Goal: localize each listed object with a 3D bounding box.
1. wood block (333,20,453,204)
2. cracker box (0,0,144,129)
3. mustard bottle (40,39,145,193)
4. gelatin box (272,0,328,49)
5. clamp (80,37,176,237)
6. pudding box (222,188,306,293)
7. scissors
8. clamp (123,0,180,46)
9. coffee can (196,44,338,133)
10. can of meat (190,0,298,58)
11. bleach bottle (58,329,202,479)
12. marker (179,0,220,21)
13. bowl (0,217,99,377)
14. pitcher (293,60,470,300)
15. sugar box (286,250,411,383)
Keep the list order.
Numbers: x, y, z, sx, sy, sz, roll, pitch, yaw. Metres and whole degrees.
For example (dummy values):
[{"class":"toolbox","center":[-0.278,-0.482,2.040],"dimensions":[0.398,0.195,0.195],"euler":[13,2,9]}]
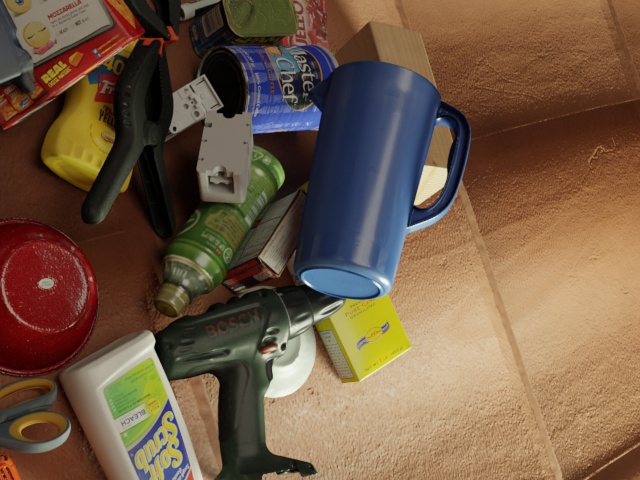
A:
[{"class":"wood block","center":[0.093,-0.159,1.338],"dimensions":[0.090,0.091,0.206],"euler":[5,61,-38]},{"class":"cracker box","center":[-0.302,-0.243,1.041],"dimensions":[0.213,0.164,0.072],"euler":[55,12,-11]},{"class":"mustard bottle","center":[-0.228,-0.150,1.136],"dimensions":[0.096,0.058,0.191],"euler":[32,59,-38]},{"class":"gelatin box","center":[-0.027,-0.268,1.344],"dimensions":[0.073,0.030,0.089],"euler":[9,71,-36]},{"class":"clamp","center":[-0.182,-0.103,1.108],"dimensions":[0.164,0.036,0.210],"euler":[32,64,-68]},{"class":"pudding box","center":[-0.058,0.002,1.202],"dimensions":[0.039,0.090,0.113],"euler":[43,55,-20]},{"class":"scissors","center":[-0.315,0.185,0.966],"dimensions":[0.201,0.096,0.016],"euler":[-30,140,-41]},{"class":"clamp","center":[-0.213,-0.301,1.204],"dimensions":[0.120,0.039,0.171],"euler":[-17,88,-38]},{"class":"coffee can","center":[-0.059,-0.177,1.246],"dimensions":[0.140,0.103,0.103],"euler":[-9,82,-39]},{"class":"can of meat","center":[-0.092,-0.252,1.255],"dimensions":[0.101,0.084,0.057],"euler":[-11,84,-39]},{"class":"bleach bottle","center":[-0.164,0.223,1.075],"dimensions":[0.102,0.068,0.251],"euler":[-31,98,-39]},{"class":"marker","center":[-0.123,-0.287,1.283],"dimensions":[0.120,0.020,0.020],"euler":[-29,95,-39]},{"class":"bowl","center":[-0.279,0.049,1.041],"dimensions":[0.161,0.055,0.162],"euler":[12,69,-35]},{"class":"pitcher","center":[0.058,-0.061,1.164],"dimensions":[0.144,0.149,0.242],"euler":[29,64,-37]},{"class":"sugar box","center":[0.032,0.071,1.274],"dimensions":[0.093,0.048,0.176],"euler":[-29,99,-32]}]
